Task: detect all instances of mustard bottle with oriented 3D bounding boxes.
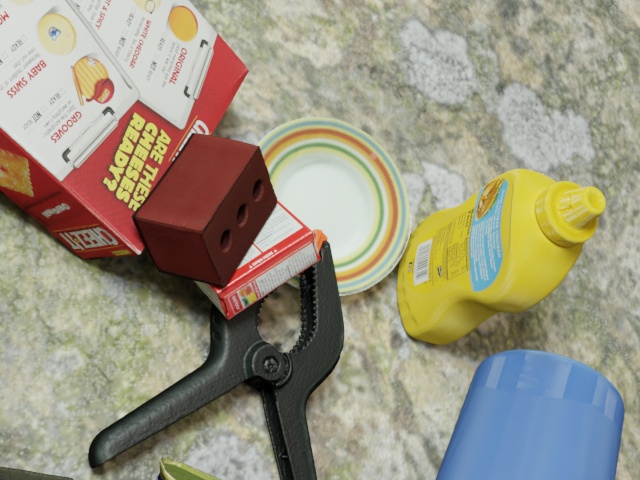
[{"bbox_3d":[0.123,0.004,0.725,0.058,0.192,0.096,20,64,-20],"label":"mustard bottle"}]

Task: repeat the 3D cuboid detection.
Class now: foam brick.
[{"bbox_3d":[-0.069,-0.019,0.657,0.051,0.053,0.078,11,52,25],"label":"foam brick"}]

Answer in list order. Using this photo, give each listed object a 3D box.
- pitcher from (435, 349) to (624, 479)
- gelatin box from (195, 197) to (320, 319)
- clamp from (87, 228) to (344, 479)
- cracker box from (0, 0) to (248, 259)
[{"bbox_3d":[0.134,0.198,0.693,0.149,0.145,0.242,29,58,-10],"label":"pitcher"},{"bbox_3d":[-0.055,0.001,0.694,0.073,0.030,0.089,-33,46,-16],"label":"gelatin box"},{"bbox_3d":[-0.048,0.084,0.693,0.164,0.036,0.210,22,70,-19],"label":"clamp"},{"bbox_3d":[-0.164,-0.116,0.655,0.213,0.072,0.164,47,55,-32],"label":"cracker box"}]
